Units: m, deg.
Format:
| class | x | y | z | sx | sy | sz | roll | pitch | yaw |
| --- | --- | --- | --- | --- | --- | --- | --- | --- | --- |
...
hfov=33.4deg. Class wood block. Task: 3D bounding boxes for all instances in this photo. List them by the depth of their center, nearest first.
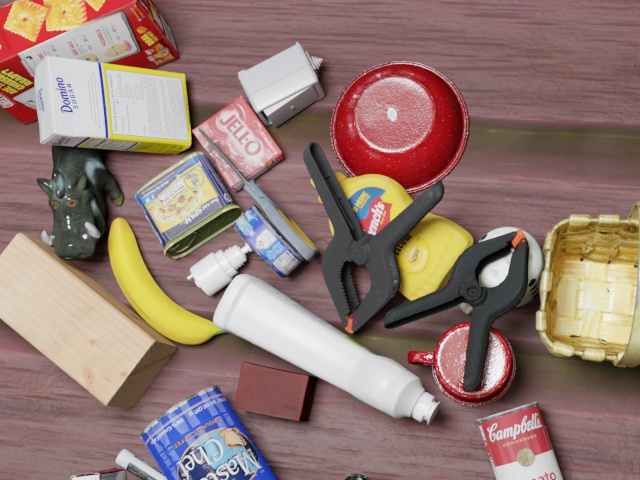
| class | x | y | z | sx | sy | sz | roll | pitch | yaw |
| --- | --- | --- | --- | --- | --- | --- | --- | --- | --- |
| wood block | -0.278 | 0.091 | 1.215 | 0.206 | 0.090 | 0.090 | 36 | 87 | 14 |

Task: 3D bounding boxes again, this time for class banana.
| class | x | y | z | sx | sy | sz | roll | pitch | yaw |
| --- | --- | --- | --- | --- | --- | --- | --- | --- | --- |
| banana | -0.191 | 0.058 | 1.233 | 0.198 | 0.037 | 0.069 | 43 | 52 | 11 |

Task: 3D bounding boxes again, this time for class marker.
| class | x | y | z | sx | sy | sz | roll | pitch | yaw |
| --- | --- | --- | --- | --- | --- | --- | --- | --- | --- |
| marker | -0.177 | 0.274 | 1.202 | 0.121 | 0.020 | 0.020 | 29 | 86 | 13 |

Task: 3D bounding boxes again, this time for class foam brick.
| class | x | y | z | sx | sy | sz | roll | pitch | yaw |
| --- | --- | --- | --- | --- | --- | --- | --- | --- | --- |
| foam brick | -0.049 | 0.168 | 1.183 | 0.078 | 0.051 | 0.053 | 11 | 83 | 11 |

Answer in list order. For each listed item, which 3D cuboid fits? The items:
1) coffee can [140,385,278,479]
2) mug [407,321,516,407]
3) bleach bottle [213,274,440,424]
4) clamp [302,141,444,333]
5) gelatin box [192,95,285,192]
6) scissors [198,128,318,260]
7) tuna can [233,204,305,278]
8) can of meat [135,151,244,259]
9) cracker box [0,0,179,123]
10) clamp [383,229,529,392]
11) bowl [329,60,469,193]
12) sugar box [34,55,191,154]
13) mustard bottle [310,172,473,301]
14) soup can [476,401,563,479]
| class | x | y | z | sx | sy | sz | roll | pitch | yaw |
| --- | --- | --- | --- | --- | --- | --- | --- | --- | --- |
| coffee can | -0.115 | 0.244 | 1.154 | 0.103 | 0.102 | 0.140 | -35 | 77 | 2 |
| mug | 0.151 | 0.129 | 1.141 | 0.117 | 0.081 | 0.093 | 7 | 81 | 10 |
| bleach bottle | 0.012 | 0.124 | 1.149 | 0.251 | 0.102 | 0.068 | 28 | 91 | 17 |
| clamp | 0.039 | 0.000 | 1.153 | 0.165 | 0.036 | 0.210 | 26 | 123 | 24 |
| gelatin box | -0.096 | -0.114 | 1.251 | 0.073 | 0.030 | 0.089 | -35 | 77 | 2 |
| scissors | -0.064 | -0.046 | 1.214 | 0.016 | 0.096 | 0.202 | -43 | 63 | 3 |
| tuna can | -0.058 | 0.001 | 1.196 | 0.034 | 0.086 | 0.086 | -43 | 77 | 2 |
| can of meat | -0.153 | -0.041 | 1.235 | 0.102 | 0.057 | 0.084 | -33 | 75 | 2 |
| cracker box | -0.291 | -0.228 | 1.235 | 0.214 | 0.164 | 0.072 | -22 | 75 | 5 |
| clamp | 0.161 | 0.067 | 1.090 | 0.171 | 0.039 | 0.120 | -43 | 73 | 3 |
| bowl | 0.086 | -0.136 | 1.212 | 0.162 | 0.055 | 0.162 | -2 | 80 | 10 |
| sugar box | -0.235 | -0.151 | 1.217 | 0.048 | 0.175 | 0.093 | -23 | 71 | 51 |
| mustard bottle | 0.068 | -0.018 | 1.190 | 0.192 | 0.058 | 0.096 | 37 | 110 | 15 |
| soup can | 0.212 | 0.228 | 1.121 | 0.068 | 0.068 | 0.102 | -18 | 79 | 6 |
